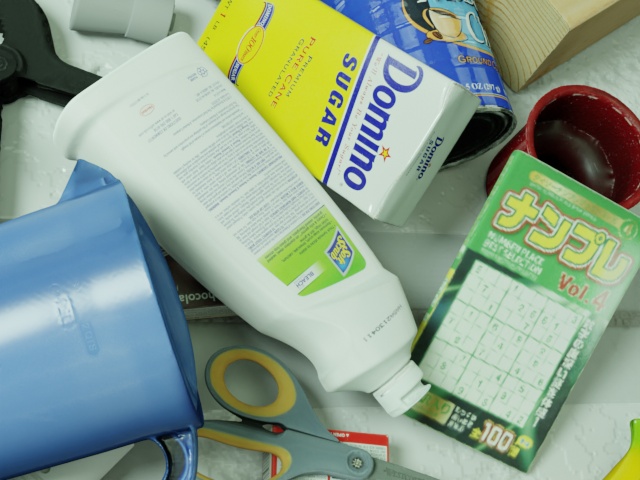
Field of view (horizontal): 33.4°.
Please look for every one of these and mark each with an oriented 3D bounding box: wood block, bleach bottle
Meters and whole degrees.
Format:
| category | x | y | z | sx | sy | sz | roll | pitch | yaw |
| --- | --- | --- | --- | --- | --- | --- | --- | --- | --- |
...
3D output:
| category | x | y | z | sx | sy | sz | roll | pitch | yaw |
| --- | --- | --- | --- | --- | --- | --- | --- | --- | --- |
| wood block | 0.207 | -0.209 | 0.797 | 0.205 | 0.091 | 0.090 | -33 | 81 | -25 |
| bleach bottle | -0.034 | 0.003 | 0.615 | 0.102 | 0.068 | 0.251 | -40 | 88 | -27 |

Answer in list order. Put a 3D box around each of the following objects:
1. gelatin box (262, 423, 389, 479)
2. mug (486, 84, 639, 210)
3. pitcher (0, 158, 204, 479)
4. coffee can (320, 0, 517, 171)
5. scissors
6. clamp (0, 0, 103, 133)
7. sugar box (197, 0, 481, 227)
| category | x | y | z | sx | sy | sz | roll | pitch | yaw |
| --- | --- | --- | --- | --- | --- | --- | --- | --- | --- |
| gelatin box | 0.002 | 0.157 | 0.627 | 0.073 | 0.030 | 0.089 | 8 | 64 | -14 |
| mug | 0.161 | -0.036 | 0.721 | 0.093 | 0.082 | 0.117 | 25 | 64 | -7 |
| pitcher | -0.183 | 0.076 | 0.529 | 0.242 | 0.145 | 0.149 | -19 | 38 | -6 |
| coffee can | 0.061 | -0.126 | 0.714 | 0.102 | 0.103 | 0.140 | -10 | 73 | -20 |
| scissors | 0.012 | 0.111 | 0.623 | 0.201 | 0.016 | 0.096 | 5 | 64 | -15 |
| clamp | -0.187 | -0.102 | 0.665 | 0.164 | 0.036 | 0.210 | -28 | 77 | -21 |
| sugar box | 0.001 | -0.093 | 0.657 | 0.176 | 0.048 | 0.093 | 36 | 101 | 29 |
